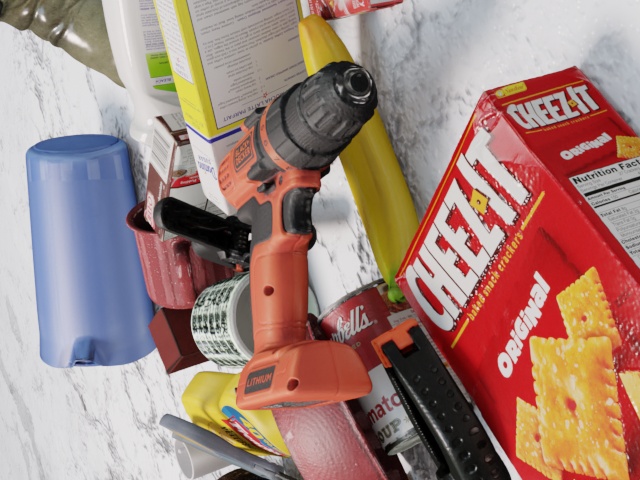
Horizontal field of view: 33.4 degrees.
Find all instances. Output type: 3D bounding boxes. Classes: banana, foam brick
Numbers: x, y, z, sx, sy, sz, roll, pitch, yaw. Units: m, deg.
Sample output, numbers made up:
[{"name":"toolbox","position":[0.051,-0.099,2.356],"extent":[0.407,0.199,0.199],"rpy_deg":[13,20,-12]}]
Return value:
[{"name":"banana","position":[0.032,-0.051,0.694],"extent":[0.069,0.037,0.198],"rpy_deg":[59,-169,-77]},{"name":"foam brick","position":[-0.111,0.083,0.996],"extent":[0.051,0.078,0.053],"rpy_deg":[66,149,16]}]

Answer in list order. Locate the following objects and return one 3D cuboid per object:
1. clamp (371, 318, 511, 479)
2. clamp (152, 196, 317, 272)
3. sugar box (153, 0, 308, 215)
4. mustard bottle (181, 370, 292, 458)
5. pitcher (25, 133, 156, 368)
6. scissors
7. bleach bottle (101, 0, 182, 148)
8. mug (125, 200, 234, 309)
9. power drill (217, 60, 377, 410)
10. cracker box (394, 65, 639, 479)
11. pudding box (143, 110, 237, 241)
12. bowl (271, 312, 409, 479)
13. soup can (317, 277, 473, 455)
[{"name":"clamp","position":[0.091,0.143,0.632],"extent":[0.210,0.036,0.164],"rpy_deg":[60,172,0]},{"name":"clamp","position":[-0.056,0.001,0.845],"extent":[0.171,0.120,0.039],"rpy_deg":[51,-127,-79]},{"name":"sugar box","position":[-0.052,-0.114,0.737],"extent":[0.048,0.093,0.176],"rpy_deg":[40,148,45]},{"name":"mustard bottle","position":[-0.044,0.149,0.910],"extent":[0.096,0.058,0.192],"rpy_deg":[42,156,-17]},{"name":"pitcher","position":[-0.254,0.008,1.177],"extent":[0.149,0.144,0.243],"rpy_deg":[15,114,44]},{"name":"scissors","position":[-0.056,0.185,0.895],"extent":[0.202,0.016,0.096],"rpy_deg":[13,160,36]},{"name":"bleach bottle","position":[-0.134,-0.170,0.876],"extent":[0.068,0.102,0.251],"rpy_deg":[45,140,49]},{"name":"mug","position":[-0.121,0.014,0.956],"extent":[0.117,0.093,0.081],"rpy_deg":[-113,14,-63]},{"name":"power drill","position":[-0.011,0.003,0.639],"extent":[0.185,0.057,0.187],"rpy_deg":[146,124,-63]},{"name":"cracker box","position":[0.134,0.046,0.542],"extent":[0.214,0.072,0.164],"rpy_deg":[58,149,28]},{"name":"pudding box","position":[-0.094,-0.058,0.877],"extent":[0.039,0.089,0.114],"rpy_deg":[53,145,30]},{"name":"bowl","position":[0.008,0.133,0.750],"extent":[0.162,0.055,0.162],"rpy_deg":[61,-177,-5]},{"name":"soup can","position":[0.050,0.084,0.717],"extent":[0.102,0.068,0.069],"rpy_deg":[62,150,18]}]
